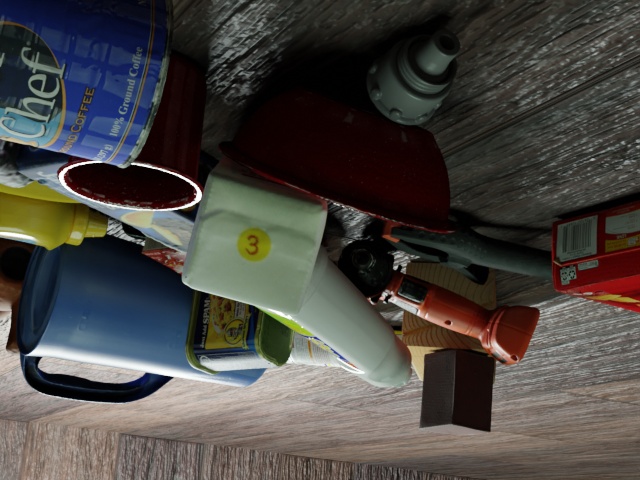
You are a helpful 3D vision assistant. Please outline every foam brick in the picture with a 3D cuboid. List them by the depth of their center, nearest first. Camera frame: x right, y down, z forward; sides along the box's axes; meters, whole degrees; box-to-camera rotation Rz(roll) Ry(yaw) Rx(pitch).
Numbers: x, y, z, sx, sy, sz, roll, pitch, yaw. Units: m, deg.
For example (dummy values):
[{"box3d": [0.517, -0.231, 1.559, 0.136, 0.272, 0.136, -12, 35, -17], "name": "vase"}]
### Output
[{"box3d": [0.136, 0.151, 1.058, 0.051, 0.078, 0.053, 17, 159, -30], "name": "foam brick"}]

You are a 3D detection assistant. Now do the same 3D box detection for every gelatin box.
[{"box3d": [-0.100, 0.009, 0.937, 0.089, 0.030, 0.073, -8, 152, 37], "name": "gelatin box"}]

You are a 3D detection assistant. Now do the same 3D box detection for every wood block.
[{"box3d": [0.145, 0.095, 1.162, 0.091, 0.090, 0.206, 2, 163, 11], "name": "wood block"}]

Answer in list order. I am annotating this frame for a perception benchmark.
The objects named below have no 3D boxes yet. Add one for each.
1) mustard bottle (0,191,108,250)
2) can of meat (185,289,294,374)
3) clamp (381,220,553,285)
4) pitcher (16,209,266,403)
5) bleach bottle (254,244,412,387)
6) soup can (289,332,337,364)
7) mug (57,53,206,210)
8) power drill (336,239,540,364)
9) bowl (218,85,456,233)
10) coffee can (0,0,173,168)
[{"box3d": [-0.275, -0.029, 0.903, 0.191, 0.058, 0.096, 12, 180, -25], "name": "mustard bottle"}, {"box3d": [-0.070, 0.068, 0.978, 0.084, 0.102, 0.057, -8, 155, 34], "name": "can of meat"}, {"box3d": [0.123, 0.009, 0.971, 0.171, 0.039, 0.120, 19, 160, -20], "name": "clamp"}, {"box3d": [-0.170, 0.080, 1.052, 0.242, 0.145, 0.149, 17, 148, -28], "name": "pitcher"}, {"box3d": [0.019, 0.074, 0.940, 0.103, 0.068, 0.250, 23, 167, 42], "name": "bleach bottle"}, {"box3d": [0.015, 0.120, 1.313, 0.102, 0.068, 0.068, -2, 162, 21], "name": "soup can"}, {"box3d": [-0.113, -0.069, 0.698, 0.093, 0.081, 0.117, -2, 162, 20], "name": "mug"}, {"box3d": [0.104, 0.053, 0.984, 0.188, 0.057, 0.184, 24, 176, 7], "name": "power drill"}, {"box3d": [0.019, -0.058, 0.681, 0.162, 0.055, 0.162, 19, -170, -4], "name": "bowl"}, {"box3d": [-0.161, -0.103, 0.561, 0.140, 0.103, 0.103, 12, 162, -24], "name": "coffee can"}]
